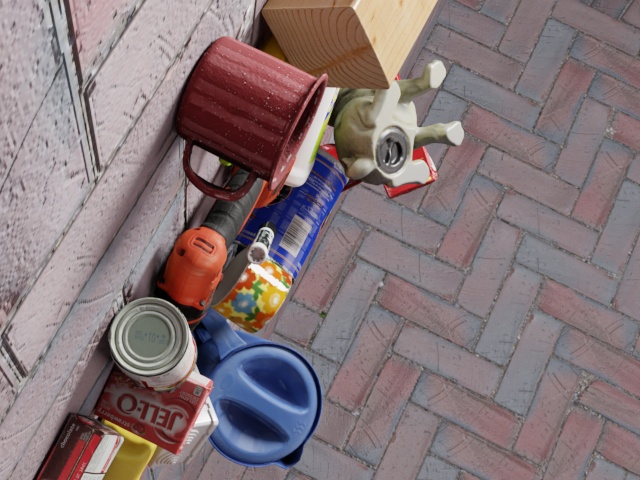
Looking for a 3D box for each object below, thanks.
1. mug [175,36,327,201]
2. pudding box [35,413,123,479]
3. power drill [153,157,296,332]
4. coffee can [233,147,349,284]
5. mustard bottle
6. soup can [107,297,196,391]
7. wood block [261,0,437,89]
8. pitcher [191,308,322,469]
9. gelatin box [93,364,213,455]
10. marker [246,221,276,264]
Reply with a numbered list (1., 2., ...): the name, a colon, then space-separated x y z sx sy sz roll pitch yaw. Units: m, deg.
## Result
1. mug: -0.056 -0.084 0.764 0.117 0.081 0.093 -63 177 -11
2. pudding box: -0.214 0.200 0.928 0.090 0.039 0.113 -62 175 -11
3. power drill: -0.096 -0.003 1.017 0.187 0.057 0.185 -63 -177 -32
4. coffee can: -0.043 -0.035 1.207 0.140 0.103 0.103 -62 177 -15
5. mustard bottle: -0.214 0.246 1.075 0.096 0.058 0.192 -94 -155 -54
6. soup can: -0.143 0.091 0.916 0.068 0.068 0.102 -63 176 -14
7. wood block: 0.048 -0.233 0.903 0.206 0.091 0.090 -62 141 -27
8. pitcher: -0.102 0.156 1.223 0.243 0.144 0.149 -169 -86 -70
9. gelatin box: -0.154 0.146 0.987 0.073 0.089 0.030 -64 177 10
10. marker: -0.057 0.001 1.050 0.121 0.020 0.020 -80 -165 -78
